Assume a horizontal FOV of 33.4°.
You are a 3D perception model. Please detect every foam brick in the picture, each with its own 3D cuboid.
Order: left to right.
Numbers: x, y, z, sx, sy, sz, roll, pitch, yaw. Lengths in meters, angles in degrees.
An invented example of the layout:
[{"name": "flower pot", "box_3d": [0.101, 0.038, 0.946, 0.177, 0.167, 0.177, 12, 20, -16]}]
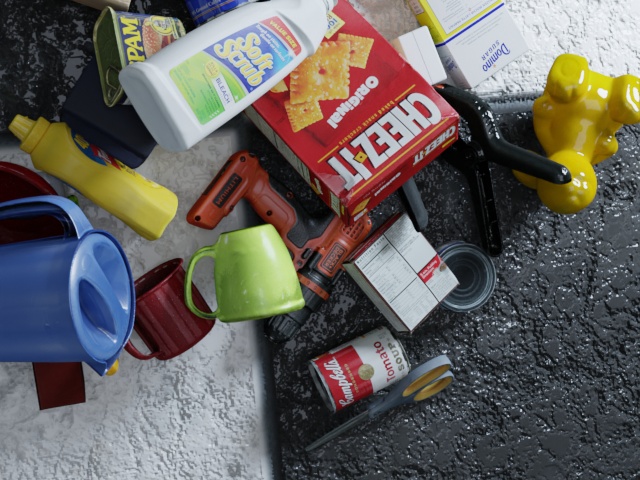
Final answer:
[{"name": "foam brick", "box_3d": [-0.288, 0.137, 1.168, 0.051, 0.053, 0.078, -7, 112, -11]}]

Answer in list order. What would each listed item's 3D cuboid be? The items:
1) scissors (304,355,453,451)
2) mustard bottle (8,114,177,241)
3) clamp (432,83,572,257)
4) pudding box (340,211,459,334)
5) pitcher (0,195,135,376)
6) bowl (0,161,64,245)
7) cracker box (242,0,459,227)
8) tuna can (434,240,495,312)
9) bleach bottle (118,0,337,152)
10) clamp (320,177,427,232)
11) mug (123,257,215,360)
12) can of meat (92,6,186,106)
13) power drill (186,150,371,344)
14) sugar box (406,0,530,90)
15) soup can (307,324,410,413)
[{"name": "scissors", "box_3d": [0.080, 0.200, 1.275, 0.202, 0.096, 0.016, -38, 61, 18]}, {"name": "mustard bottle", "box_3d": [-0.246, -0.074, 1.143, 0.191, 0.096, 0.058, 34, 97, -17]}, {"name": "clamp", "box_3d": [0.184, -0.092, 1.240, 0.036, 0.165, 0.210, -20, 61, -36]}, {"name": "pudding box", "box_3d": [0.092, 0.037, 1.220, 0.090, 0.039, 0.113, -43, 100, -16]}, {"name": "pitcher", "box_3d": [-0.323, 0.054, 1.086, 0.243, 0.145, 0.149, -5, 62, 17]}, {"name": "bowl", "box_3d": [-0.332, -0.027, 1.134, 0.162, 0.055, 0.162, 5, 127, 7]}, {"name": "cracker box", "box_3d": [0.022, -0.149, 1.177, 0.164, 0.072, 0.214, -39, 73, -8]}, {"name": "tuna can", "box_3d": [0.166, 0.043, 1.282, 0.086, 0.034, 0.086, -1, 94, -12]}, {"name": "bleach bottle", "box_3d": [-0.081, -0.198, 1.100, 0.250, 0.068, 0.102, -41, 117, -25]}, {"name": "clamp", "box_3d": [0.083, -0.085, 1.217, 0.120, 0.039, 0.171, 22, 66, 5]}, {"name": "mug", "box_3d": [-0.175, 0.085, 1.175, 0.081, 0.093, 0.117, 57, 44, -15]}, {"name": "can of meat", "box_3d": [-0.185, -0.189, 1.120, 0.083, 0.058, 0.102, 0, 66, -33]}, {"name": "power drill", "box_3d": [-0.058, 0.001, 1.219, 0.187, 0.057, 0.184, 37, 82, -15]}, {"name": "sugar box", "box_3d": [0.162, -0.275, 1.256, 0.093, 0.048, 0.176, -34, 103, -9]}, {"name": "soup can", "box_3d": [0.045, 0.149, 1.245, 0.102, 0.068, 0.068, -25, 98, -11]}]
